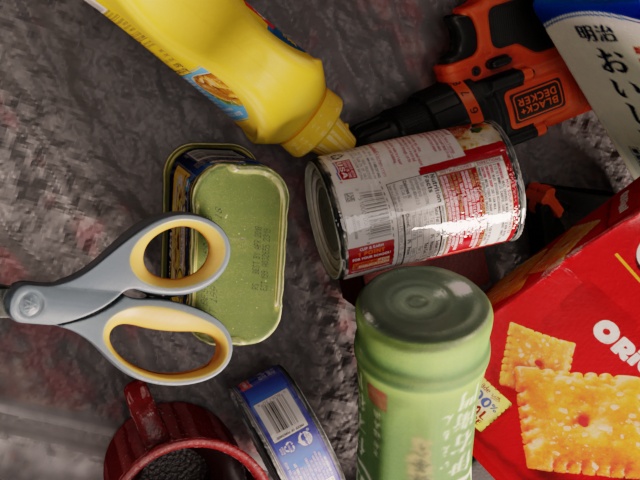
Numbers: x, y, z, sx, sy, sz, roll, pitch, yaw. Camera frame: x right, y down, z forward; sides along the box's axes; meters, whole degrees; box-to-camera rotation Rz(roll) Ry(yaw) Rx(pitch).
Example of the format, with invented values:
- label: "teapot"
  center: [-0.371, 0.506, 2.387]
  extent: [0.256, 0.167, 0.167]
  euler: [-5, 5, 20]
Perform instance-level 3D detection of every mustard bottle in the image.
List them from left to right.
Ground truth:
- label: "mustard bottle"
  center: [-0.056, -0.105, 0.559]
  extent: [0.191, 0.096, 0.058]
  euler: [39, 86, -19]

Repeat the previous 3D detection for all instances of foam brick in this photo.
- label: "foam brick"
  center: [0.052, 0.007, 0.636]
  extent: [0.078, 0.051, 0.053]
  euler: [-15, 104, -13]

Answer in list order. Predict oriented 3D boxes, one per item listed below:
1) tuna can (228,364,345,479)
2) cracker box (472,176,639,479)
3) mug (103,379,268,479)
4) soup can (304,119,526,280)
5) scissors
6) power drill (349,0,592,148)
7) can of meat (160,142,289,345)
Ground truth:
- label: "tuna can"
  center: [-0.019, 0.116, 0.620]
  extent: [0.033, 0.086, 0.086]
  euler: [-27, 107, -11]
- label: "cracker box"
  center: [0.177, 0.070, 0.595]
  extent: [0.164, 0.072, 0.214]
  euler: [47, 123, -3]
- label: "mug"
  center: [-0.085, 0.132, 0.606]
  extent: [0.093, 0.082, 0.117]
  euler: [-26, 107, -10]
- label: "soup can"
  center: [0.049, -0.021, 0.571]
  extent: [0.102, 0.068, 0.068]
  euler: [-13, 104, -11]
- label: "scissors"
  center: [-0.124, 0.013, 0.499]
  extent: [0.201, 0.016, 0.096]
  euler: [23, 87, -29]
- label: "power drill"
  center: [0.075, -0.137, 0.613]
  extent: [0.184, 0.057, 0.187]
  euler: [-22, 109, -15]
- label: "can of meat"
  center: [-0.054, 0.001, 0.588]
  extent: [0.057, 0.084, 0.102]
  euler: [0, 100, -16]
